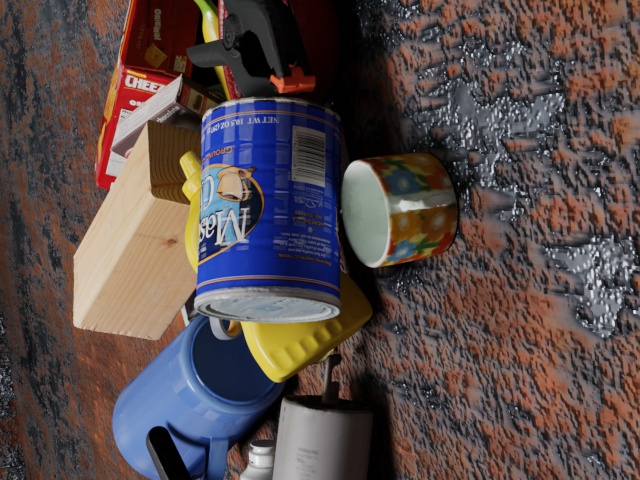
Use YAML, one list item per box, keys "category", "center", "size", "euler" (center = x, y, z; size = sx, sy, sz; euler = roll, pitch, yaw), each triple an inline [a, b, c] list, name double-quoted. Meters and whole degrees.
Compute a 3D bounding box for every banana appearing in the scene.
- category: "banana"
  center: [-0.069, -0.124, 0.941]
  size: [0.037, 0.069, 0.198]
  euler: [-28, 76, 24]

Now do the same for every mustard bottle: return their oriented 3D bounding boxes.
- category: "mustard bottle"
  center: [-0.050, 0.008, 0.836]
  size: [0.192, 0.096, 0.058]
  euler: [54, 161, 9]

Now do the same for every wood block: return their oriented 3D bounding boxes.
- category: "wood block"
  center: [-0.153, -0.003, 0.983]
  size: [0.206, 0.090, 0.090]
  euler: [-51, 37, 42]

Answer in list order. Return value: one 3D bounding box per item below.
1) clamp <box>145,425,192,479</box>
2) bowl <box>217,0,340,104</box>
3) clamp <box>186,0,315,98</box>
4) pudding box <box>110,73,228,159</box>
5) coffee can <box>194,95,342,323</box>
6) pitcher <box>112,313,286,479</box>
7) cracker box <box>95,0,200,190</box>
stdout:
- category: "clamp"
  center: [-0.108, 0.282, 1.005]
  size: [0.165, 0.036, 0.210]
  euler: [24, 120, 40]
- category: "bowl"
  center: [-0.028, -0.158, 0.843]
  size: [0.162, 0.055, 0.162]
  euler: [171, 90, -66]
- category: "clamp"
  center: [-0.057, -0.147, 0.793]
  size: [0.120, 0.039, 0.171]
  euler: [103, 147, -44]
- category: "pudding box"
  center: [-0.127, -0.098, 0.991]
  size: [0.114, 0.089, 0.039]
  euler: [-29, 45, 42]
- category: "coffee can"
  center: [-0.036, -0.018, 0.758]
  size: [0.103, 0.102, 0.140]
  euler: [149, 124, -64]
- category: "pitcher"
  center: [-0.120, 0.166, 1.080]
  size: [0.149, 0.144, 0.243]
  euler: [43, 147, 1]
- category: "cracker box"
  center: [-0.175, -0.168, 1.082]
  size: [0.214, 0.072, 0.164]
  euler: [121, 156, -57]
